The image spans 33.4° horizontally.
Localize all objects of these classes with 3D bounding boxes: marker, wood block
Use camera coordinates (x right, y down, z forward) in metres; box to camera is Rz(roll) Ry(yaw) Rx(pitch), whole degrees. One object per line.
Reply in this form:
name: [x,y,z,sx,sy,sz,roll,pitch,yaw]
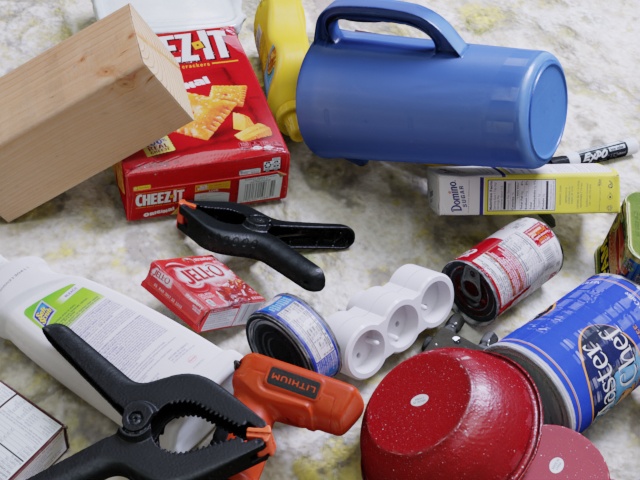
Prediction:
marker: [0.294,-0.092,1.166,0.121,0.020,0.020,-14,52,-21]
wood block: [-0.234,-0.116,0.984,0.206,0.090,0.090,-28,50,10]

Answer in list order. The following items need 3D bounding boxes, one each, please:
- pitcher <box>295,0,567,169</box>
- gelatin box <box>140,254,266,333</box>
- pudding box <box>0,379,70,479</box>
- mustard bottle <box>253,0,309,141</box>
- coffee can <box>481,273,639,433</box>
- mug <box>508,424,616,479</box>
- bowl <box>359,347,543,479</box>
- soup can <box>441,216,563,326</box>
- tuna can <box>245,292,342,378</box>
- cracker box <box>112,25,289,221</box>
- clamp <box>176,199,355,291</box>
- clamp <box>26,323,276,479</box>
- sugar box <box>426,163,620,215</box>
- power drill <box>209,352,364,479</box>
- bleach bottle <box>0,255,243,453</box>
pitcher: [0.104,-0.142,1.022,0.243,0.149,0.145,9,86,33]
gelatin box: [-0.102,0.045,0.938,0.073,0.030,0.089,38,20,24]
pudding box: [-0.265,0.165,0.822,0.090,0.039,0.113,31,52,17]
mustard bottle: [-0.035,-0.176,1.134,0.058,0.096,0.191,0,48,-11]
coffee can: [0.217,0.104,0.915,0.140,0.103,0.103,-29,58,-31]
mug: [0.188,0.200,0.835,0.117,0.081,0.093,10,47,0]
bowl: [0.088,0.140,0.833,0.162,0.055,0.162,-24,40,21]
soup can: [0.172,0.027,1.002,0.102,0.068,0.069,-30,59,-32]
tuna can: [-0.024,0.089,0.900,0.086,0.086,0.033,39,54,24]
cracker box: [-0.139,-0.126,1.088,0.164,0.072,0.214,-9,49,-17]
clamp: [-0.057,0.001,0.994,0.171,0.039,0.120,10,19,4]
clamp: [-0.137,0.131,0.796,0.210,0.036,0.164,-3,55,6]
sugar box: [0.197,-0.050,1.054,0.176,0.048,0.093,-3,10,1]
power drill: [-0.035,0.188,0.797,0.184,0.057,0.187,18,59,15]
bleach bottle: [-0.189,0.078,0.900,0.251,0.068,0.102,31,51,21]
